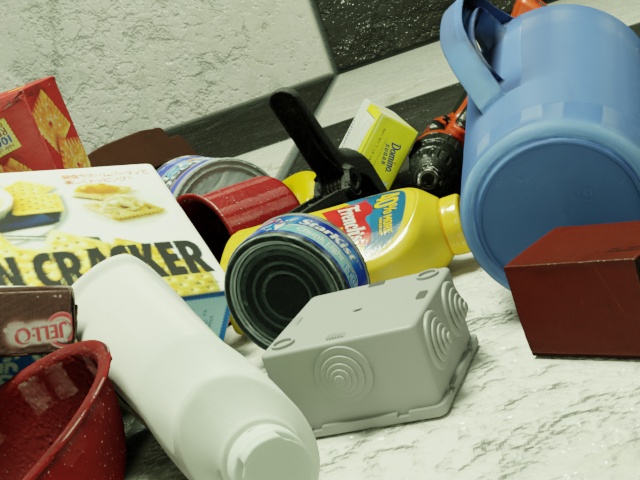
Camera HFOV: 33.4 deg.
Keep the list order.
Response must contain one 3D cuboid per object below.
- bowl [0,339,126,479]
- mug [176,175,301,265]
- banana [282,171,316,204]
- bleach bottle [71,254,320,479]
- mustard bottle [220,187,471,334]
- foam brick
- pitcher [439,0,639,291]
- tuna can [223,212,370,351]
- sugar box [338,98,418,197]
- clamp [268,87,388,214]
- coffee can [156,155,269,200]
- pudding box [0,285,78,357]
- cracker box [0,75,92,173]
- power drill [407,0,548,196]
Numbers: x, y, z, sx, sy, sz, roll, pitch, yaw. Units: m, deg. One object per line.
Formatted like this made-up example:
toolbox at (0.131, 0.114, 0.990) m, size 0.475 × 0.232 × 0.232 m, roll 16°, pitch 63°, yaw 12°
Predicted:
bowl at (-0.139, 0.118, 0.464) m, size 0.162 × 0.055 × 0.162 m, roll -34°, pitch 17°, yaw 12°
mug at (-0.056, 0.001, 0.858) m, size 0.081 × 0.093 × 0.117 m, roll -23°, pitch 43°, yaw -39°
banana at (-0.025, -0.038, 1.031) m, size 0.069 × 0.037 × 0.198 m, roll -44°, pitch 12°, yaw -2°
bleach bottle at (-0.064, 0.069, 0.509) m, size 0.068 × 0.102 × 0.251 m, roll -44°, pitch 18°, yaw -11°
mustard bottle at (0.028, 0.007, 0.738) m, size 0.192 × 0.058 × 0.096 m, roll -15°, pitch 28°, yaw 16°
foam brick at (0.139, 0.024, 0.517) m, size 0.052 × 0.051 × 0.078 m, roll -30°, pitch 16°, yaw -37°
pitcher at (0.142, -0.066, 0.666) m, size 0.149 × 0.145 × 0.242 m, roll 5°, pitch 24°, yaw 11°
tuna can at (-0.015, 0.029, 0.650) m, size 0.086 × 0.086 × 0.033 m, roll -13°, pitch 15°, yaw 28°
sugar box at (0.047, -0.082, 1.029) m, size 0.093 × 0.048 × 0.176 m, roll -62°, pitch 5°, yaw 10°
clamp at (0.010, -0.037, 0.869) m, size 0.039 × 0.120 × 0.171 m, roll -10°, pitch -28°, yaw 35°
coffee can at (-0.102, -0.026, 0.980) m, size 0.102 × 0.103 × 0.140 m, roll -23°, pitch 12°, yaw -16°
pudding box at (-0.192, 0.044, 0.554) m, size 0.113 × 0.039 × 0.090 m, roll 1°, pitch -6°, yaw -27°
cracker box at (-0.279, -0.020, 0.963) m, size 0.164 × 0.213 × 0.072 m, roll -15°, pitch 14°, yaw 19°
power drill at (0.146, -0.130, 0.957) m, size 0.188 × 0.057 × 0.184 m, roll -53°, pitch 2°, yaw 21°
